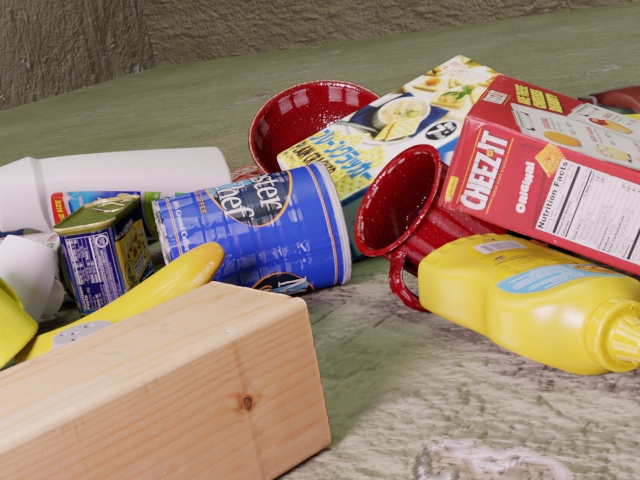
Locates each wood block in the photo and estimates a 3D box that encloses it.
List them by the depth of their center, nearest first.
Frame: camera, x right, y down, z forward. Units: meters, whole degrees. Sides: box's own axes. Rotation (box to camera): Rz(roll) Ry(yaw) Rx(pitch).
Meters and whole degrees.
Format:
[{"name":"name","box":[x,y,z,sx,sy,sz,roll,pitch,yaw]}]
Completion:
[{"name":"wood block","box":[-0.102,0.101,0.547,0.205,0.091,0.090,-23,20,-39]}]

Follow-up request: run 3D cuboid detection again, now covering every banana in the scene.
[{"name":"banana","box":[-0.155,0.059,0.767,0.198,0.037,0.069,-23,42,22]}]

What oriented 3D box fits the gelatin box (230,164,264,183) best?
[{"name":"gelatin box","box":[-0.090,-0.068,1.283,0.073,0.030,0.089,0,18,37]}]

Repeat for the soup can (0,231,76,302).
[{"name":"soup can","box":[-0.268,0.027,0.986,0.102,0.068,0.068,-7,15,16]}]

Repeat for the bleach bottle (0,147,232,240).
[{"name":"bleach bottle","box":[-0.216,-0.039,1.029,0.250,0.103,0.068,-5,50,-26]}]

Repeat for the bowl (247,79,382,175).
[{"name":"bowl","box":[0.005,-0.096,1.138,0.162,0.055,0.162,-1,54,2]}]

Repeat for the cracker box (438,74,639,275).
[{"name":"cracker box","box":[0.200,-0.036,0.720,0.214,0.072,0.164,20,22,10]}]

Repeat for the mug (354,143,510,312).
[{"name":"mug","box":[0.082,-0.002,0.785,0.093,0.081,0.117,-25,42,49]}]

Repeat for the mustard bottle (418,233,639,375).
[{"name":"mustard bottle","box":[0.142,0.040,0.656,0.096,0.058,0.192,-6,12,-20]}]

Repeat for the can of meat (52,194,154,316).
[{"name":"can of meat","box":[-0.188,0.013,0.948,0.057,0.084,0.102,-8,15,11]}]

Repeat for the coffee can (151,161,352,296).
[{"name":"coffee can","box":[-0.056,0.001,0.860,0.140,0.103,0.103,-14,15,-9]}]
